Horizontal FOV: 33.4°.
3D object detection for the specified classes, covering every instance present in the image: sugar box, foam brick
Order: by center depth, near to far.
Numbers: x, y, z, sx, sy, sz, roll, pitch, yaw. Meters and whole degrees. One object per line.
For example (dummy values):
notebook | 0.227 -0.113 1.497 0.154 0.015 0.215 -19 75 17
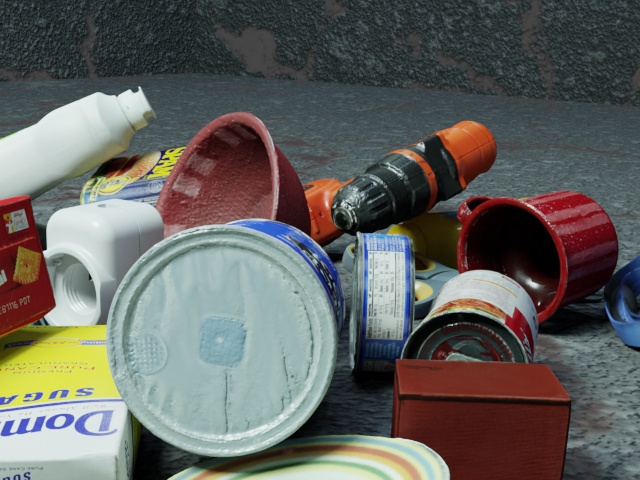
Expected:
foam brick | 0.072 0.088 0.502 0.078 0.051 0.053 2 12 2
sugar box | -0.133 0.085 0.511 0.093 0.048 0.176 -1 11 -5

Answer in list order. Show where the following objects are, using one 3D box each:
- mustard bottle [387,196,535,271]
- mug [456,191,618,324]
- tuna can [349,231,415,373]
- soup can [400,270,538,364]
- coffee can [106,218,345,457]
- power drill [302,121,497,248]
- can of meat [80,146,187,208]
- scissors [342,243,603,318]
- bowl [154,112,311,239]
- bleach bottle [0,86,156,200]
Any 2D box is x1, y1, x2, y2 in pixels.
mustard bottle | 0.126 -0.001 0.895 0.191 0.058 0.096 -7 13 -33
mug | 0.151 0.003 0.772 0.081 0.093 0.117 -14 40 -43
tuna can | 0.037 0.038 0.648 0.033 0.086 0.086 2 12 -1
soup can | 0.086 0.059 0.599 0.068 0.068 0.102 4 12 14
coffee can | -0.040 0.041 0.536 0.103 0.103 0.140 2 3 3
power drill | 0.029 -0.030 0.857 0.188 0.057 0.184 -18 6 46
can of meat | -0.134 -0.035 0.843 0.084 0.057 0.102 -8 23 11
scissors | 0.112 0.041 0.794 0.202 0.016 0.096 14 30 5
bowl | -0.055 0.001 0.697 0.055 0.162 0.162 19 1 -34
bleach bottle | -0.245 -0.049 0.824 0.251 0.068 0.102 -27 13 -3
